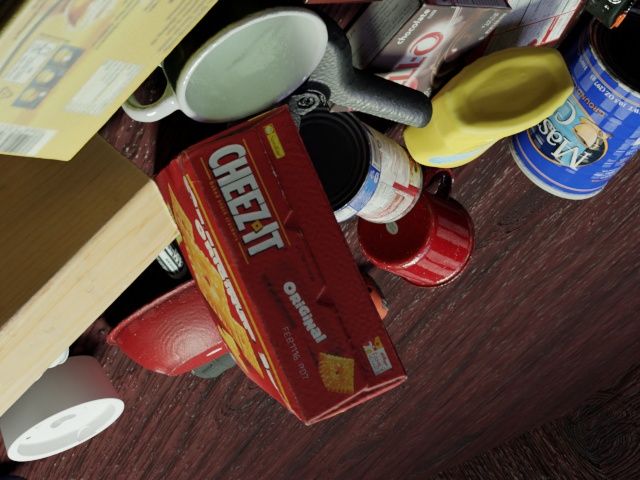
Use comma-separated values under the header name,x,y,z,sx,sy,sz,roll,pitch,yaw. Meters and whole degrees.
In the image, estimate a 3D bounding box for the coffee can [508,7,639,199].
name,x,y,z,sx,sy,sz,roll,pitch,yaw
coffee can,0.239,-0.116,0.918,0.102,0.103,0.140,-17,156,-31

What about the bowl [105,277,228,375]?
name,x,y,z,sx,sy,sz,roll,pitch,yaw
bowl,-0.104,0.074,0.937,0.162,0.055,0.162,-27,171,-5

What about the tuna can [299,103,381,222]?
name,x,y,z,sx,sy,sz,roll,pitch,yaw
tuna can,0.000,-0.055,0.766,0.086,0.086,0.033,-34,161,11

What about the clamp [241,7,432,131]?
name,x,y,z,sx,sy,sz,roll,pitch,yaw
clamp,0.001,-0.100,0.671,0.120,0.039,0.171,-20,151,7

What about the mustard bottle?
name,x,y,z,sx,sy,sz,roll,pitch,yaw
mustard bottle,0.115,-0.094,0.823,0.096,0.058,0.192,-23,178,-11

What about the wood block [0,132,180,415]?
name,x,y,z,sx,sy,sz,roll,pitch,yaw
wood block,-0.189,0.028,0.608,0.206,0.091,0.090,-47,164,-12

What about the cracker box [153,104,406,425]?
name,x,y,z,sx,sy,sz,roll,pitch,yaw
cracker box,-0.037,0.015,0.664,0.072,0.164,0.214,-25,-175,-11

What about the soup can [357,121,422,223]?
name,x,y,z,sx,sy,sz,roll,pitch,yaw
soup can,0.031,-0.055,0.834,0.069,0.068,0.102,-36,159,17

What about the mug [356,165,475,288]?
name,x,y,z,sx,sy,sz,roll,pitch,yaw
mug,0.092,-0.017,0.994,0.081,0.093,0.117,19,97,-58

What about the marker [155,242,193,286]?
name,x,y,z,sx,sy,sz,roll,pitch,yaw
marker,-0.122,0.014,0.862,0.020,0.020,0.121,-28,160,-4

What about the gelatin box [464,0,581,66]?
name,x,y,z,sx,sy,sz,roll,pitch,yaw
gelatin box,0.147,-0.169,0.772,0.089,0.030,0.073,-21,157,-22

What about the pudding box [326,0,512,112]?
name,x,y,z,sx,sy,sz,roll,pitch,yaw
pudding box,0.060,-0.134,0.725,0.089,0.039,0.114,-10,152,-42
